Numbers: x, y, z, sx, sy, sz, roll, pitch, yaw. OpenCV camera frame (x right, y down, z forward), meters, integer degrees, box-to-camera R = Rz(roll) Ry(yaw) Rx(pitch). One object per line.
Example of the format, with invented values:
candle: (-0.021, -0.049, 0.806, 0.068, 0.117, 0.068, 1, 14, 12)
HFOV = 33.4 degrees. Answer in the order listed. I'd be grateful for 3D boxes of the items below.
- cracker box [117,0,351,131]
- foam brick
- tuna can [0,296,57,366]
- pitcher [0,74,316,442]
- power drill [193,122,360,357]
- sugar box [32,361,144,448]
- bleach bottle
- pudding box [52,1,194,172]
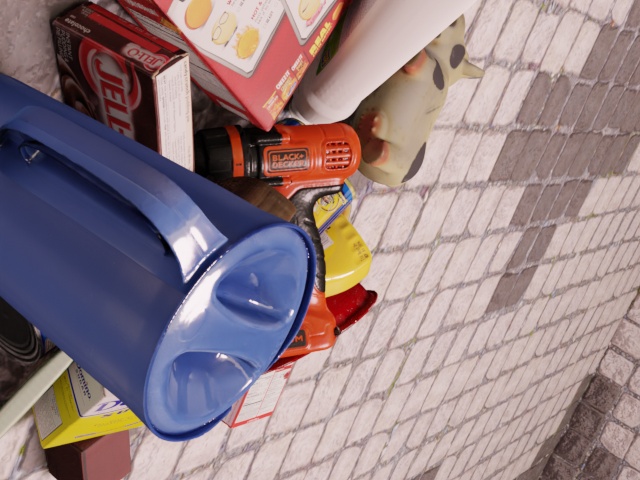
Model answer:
cracker box: (-0.055, -0.198, 0.739, 0.164, 0.072, 0.213, -58, 153, -7)
foam brick: (-0.199, 0.175, 0.910, 0.051, 0.053, 0.078, -37, 148, -37)
tuna can: (-0.204, 0.040, 0.715, 0.033, 0.086, 0.086, -39, 148, -37)
pitcher: (-0.132, -0.009, 0.607, 0.144, 0.243, 0.149, -10, 126, -57)
power drill: (-0.056, 0.001, 0.845, 0.184, 0.057, 0.188, -6, 107, -18)
sugar box: (-0.149, 0.111, 0.801, 0.093, 0.048, 0.177, -10, 166, -31)
bleach bottle: (0.045, -0.170, 0.858, 0.251, 0.068, 0.102, -39, -154, 53)
pudding box: (-0.128, -0.090, 0.705, 0.039, 0.090, 0.113, -42, 150, -33)
